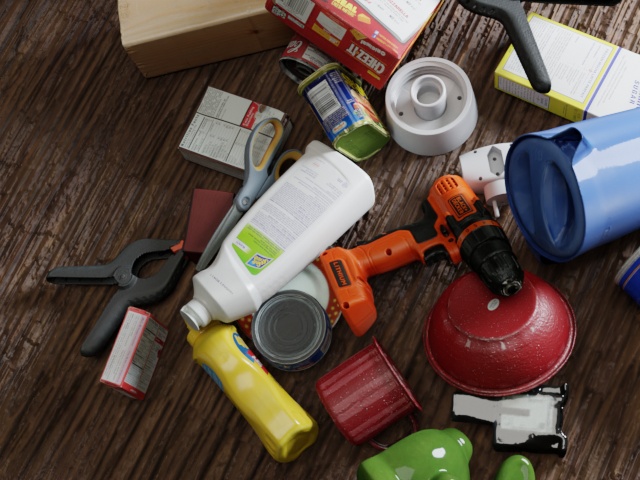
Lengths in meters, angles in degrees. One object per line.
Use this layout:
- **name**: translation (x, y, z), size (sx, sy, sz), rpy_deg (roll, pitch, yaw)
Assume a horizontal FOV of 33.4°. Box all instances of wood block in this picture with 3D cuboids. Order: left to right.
- **wood block**: translation (-0.134, -0.277, 1.303), size (0.206, 0.091, 0.090), rpy_deg (-12, 70, 6)

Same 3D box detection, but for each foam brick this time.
- **foam brick**: translation (-0.123, -0.014, 1.230), size (0.051, 0.053, 0.078), rpy_deg (3, 73, 12)

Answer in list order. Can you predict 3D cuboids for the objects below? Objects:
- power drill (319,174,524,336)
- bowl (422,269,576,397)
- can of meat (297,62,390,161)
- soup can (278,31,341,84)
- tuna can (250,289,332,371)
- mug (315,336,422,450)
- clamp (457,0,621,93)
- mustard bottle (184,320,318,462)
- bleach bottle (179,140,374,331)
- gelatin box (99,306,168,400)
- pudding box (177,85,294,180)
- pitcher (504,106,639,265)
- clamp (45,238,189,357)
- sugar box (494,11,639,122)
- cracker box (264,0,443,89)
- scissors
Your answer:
- **power drill**: translation (0.104, 0.026, 1.117), size (0.187, 0.057, 0.184), rpy_deg (-26, 38, 2)
- **bowl**: translation (0.182, 0.080, 1.109), size (0.162, 0.055, 0.162), rpy_deg (-10, 49, 11)
- **can of meat**: translation (0.029, -0.144, 1.219), size (0.057, 0.102, 0.084), rpy_deg (-34, 70, 15)
- **soup can**: translation (0.004, -0.238, 1.275), size (0.068, 0.068, 0.102), rpy_deg (24, 76, 18)
- **tuna can**: translation (-0.032, 0.097, 1.160), size (0.086, 0.033, 0.086), rpy_deg (-3, 72, 9)
- **mug**: translation (0.055, 0.170, 1.120), size (0.081, 0.093, 0.117), rpy_deg (-34, 105, 3)
- **clamp**: translation (0.226, -0.280, 1.203), size (0.210, 0.036, 0.164), rpy_deg (43, 70, 11)
- **mustard bottle**: translation (-0.083, 0.148, 1.142), size (0.058, 0.096, 0.192), rpy_deg (-42, 69, -5)
- **bleach bottle**: translation (-0.058, 0.001, 1.169), size (0.103, 0.068, 0.250), rpy_deg (36, 67, 29)
- **gelatin box**: translation (-0.206, 0.126, 1.185), size (0.030, 0.073, 0.089), rpy_deg (15, 74, 15)
- **pudding box**: translation (-0.101, -0.125, 1.272), size (0.114, 0.039, 0.090), rpy_deg (20, 76, 19)
- **pitcher**: translation (0.320, -0.067, 1.101), size (0.242, 0.149, 0.145), rpy_deg (-18, 95, -20)
- **clamp**: translation (-0.234, 0.043, 1.239), size (0.171, 0.039, 0.120), rpy_deg (-37, 73, -10)
- **sugar box**: translation (0.296, -0.184, 1.212), size (0.176, 0.048, 0.093), rpy_deg (28, 77, 15)
- **cracker box**: translation (0.059, -0.299, 1.227), size (0.164, 0.072, 0.213), rpy_deg (34, 57, 0)
- **scissors**: translation (-0.072, -0.042, 1.214), size (0.016, 0.096, 0.201), rpy_deg (0, 67, 51)
